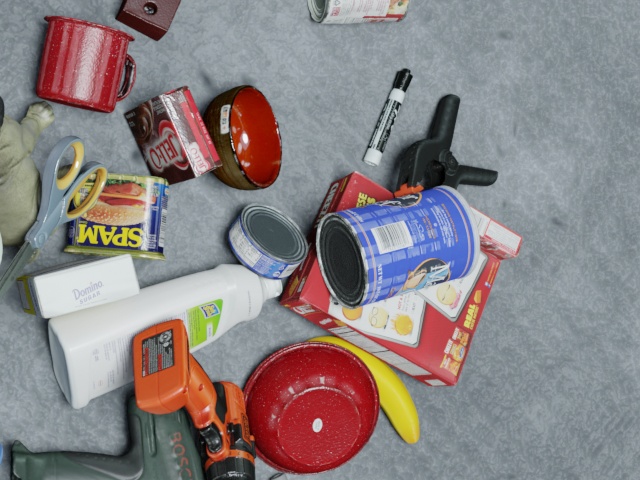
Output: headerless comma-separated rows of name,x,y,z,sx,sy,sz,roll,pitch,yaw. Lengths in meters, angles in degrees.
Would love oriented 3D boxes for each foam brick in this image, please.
foam brick,-0.176,-0.261,1.132,0.053,0.051,0.078,24,83,-19

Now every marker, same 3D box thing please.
marker,0.080,-0.145,1.245,0.020,0.020,0.121,24,82,-19

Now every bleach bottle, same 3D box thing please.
bleach bottle,-0.157,0.089,1.132,0.250,0.068,0.103,-19,136,-25

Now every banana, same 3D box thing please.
banana,0.048,0.162,1.230,0.197,0.037,0.070,32,97,-16

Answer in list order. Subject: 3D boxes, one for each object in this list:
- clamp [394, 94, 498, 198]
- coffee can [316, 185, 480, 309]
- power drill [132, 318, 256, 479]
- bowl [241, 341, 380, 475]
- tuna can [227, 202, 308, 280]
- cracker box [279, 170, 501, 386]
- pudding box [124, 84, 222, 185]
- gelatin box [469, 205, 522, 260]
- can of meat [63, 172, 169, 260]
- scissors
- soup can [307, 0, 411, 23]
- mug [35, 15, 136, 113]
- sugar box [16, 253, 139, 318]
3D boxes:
clamp,0.146,-0.082,1.235,0.120,0.039,0.171,50,51,-12
coffee can,0.081,0.006,1.119,0.140,0.103,0.103,-14,96,-26
power drill,-0.121,0.183,1.068,0.057,0.184,0.187,-22,133,6
bowl,-0.006,0.195,1.178,0.162,0.055,0.162,-2,103,-11
tuna can,-0.058,0.001,1.163,0.086,0.086,0.034,29,123,-18
cracker box,0.082,0.047,1.210,0.213,0.072,0.164,30,69,-17
pudding box,-0.154,-0.106,1.109,0.039,0.114,0.090,-26,99,-26
gelatin box,0.181,-0.006,1.253,0.089,0.073,0.030,29,71,-18
can of meat,-0.209,-0.025,1.108,0.102,0.057,0.084,4,86,7
scissors,-0.267,-0.022,1.005,0.201,0.016,0.096,-53,150,-39
soup can,0.043,-0.280,1.204,0.102,0.069,0.068,-6,93,-19
mug,-0.237,-0.177,1.100,0.117,0.093,0.081,10,92,-56
sugar box,-0.241,0.045,1.046,0.093,0.176,0.048,-15,95,-20
